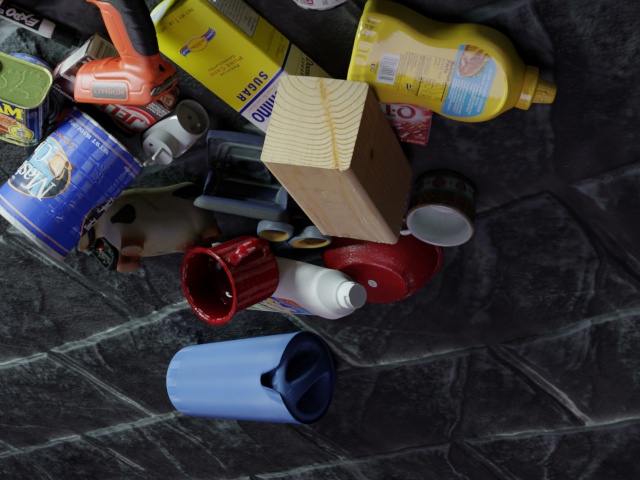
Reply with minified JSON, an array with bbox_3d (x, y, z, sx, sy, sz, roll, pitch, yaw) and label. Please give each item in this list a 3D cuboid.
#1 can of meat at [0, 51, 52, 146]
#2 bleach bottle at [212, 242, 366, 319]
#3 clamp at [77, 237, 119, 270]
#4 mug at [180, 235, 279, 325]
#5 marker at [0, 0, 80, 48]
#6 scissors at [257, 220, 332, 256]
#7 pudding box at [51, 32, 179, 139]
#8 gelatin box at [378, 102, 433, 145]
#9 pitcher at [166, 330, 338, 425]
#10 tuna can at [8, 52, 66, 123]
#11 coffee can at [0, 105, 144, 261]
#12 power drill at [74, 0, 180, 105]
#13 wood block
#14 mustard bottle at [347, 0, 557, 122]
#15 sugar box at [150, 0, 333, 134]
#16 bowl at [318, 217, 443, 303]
[{"bbox_3d":[-0.341,-0.153,1.145,0.102,0.057,0.084,19,149,-4],"label":"can of meat"},{"bbox_3d":[-0.043,0.053,1.310,0.102,0.068,0.251,34,162,-36],"label":"bleach bottle"},{"bbox_3d":[-0.284,0.006,1.358,0.120,0.039,0.171,36,-176,11],"label":"clamp"},{"bbox_3d":[-0.097,0.035,1.240,0.093,0.081,0.117,51,133,16],"label":"mug"},{"bbox_3d":[-0.309,-0.231,1.113,0.121,0.020,0.020,23,146,-11],"label":"marker"},{"bbox_3d":[-0.059,0.002,1.301,0.096,0.016,0.202,16,164,-29],"label":"scissors"},{"bbox_3d":[-0.224,-0.165,1.155,0.113,0.039,0.090,36,143,-27],"label":"pudding box"},{"bbox_3d":[0.070,-0.136,1.081,0.089,0.030,0.073,12,147,6],"label":"gelatin box"},{"bbox_3d":[-0.102,0.207,1.590,0.243,0.144,0.149,-7,129,37],"label":"pitcher"},{"bbox_3d":[-0.329,-0.170,1.198,0.086,0.033,0.086,11,147,7],"label":"tuna can"},{"bbox_3d":[-0.278,-0.062,1.176,0.103,0.140,0.103,40,174,5],"label":"coffee can"},{"bbox_3d":[-0.217,-0.222,1.005,0.185,0.057,0.187,8,127,27],"label":"power drill"},{"bbox_3d":[0.023,-0.076,1.069,0.090,0.091,0.206,8,163,19],"label":"wood block"},{"bbox_3d":[0.125,-0.159,0.996,0.191,0.058,0.096,14,132,3],"label":"mustard bottle"},{"bbox_3d":[-0.081,-0.182,1.064,0.176,0.048,0.094,38,141,-28],"label":"sugar box"},{"bbox_3d":[0.066,0.030,1.307,0.162,0.055,0.162,11,147,7],"label":"bowl"}]
